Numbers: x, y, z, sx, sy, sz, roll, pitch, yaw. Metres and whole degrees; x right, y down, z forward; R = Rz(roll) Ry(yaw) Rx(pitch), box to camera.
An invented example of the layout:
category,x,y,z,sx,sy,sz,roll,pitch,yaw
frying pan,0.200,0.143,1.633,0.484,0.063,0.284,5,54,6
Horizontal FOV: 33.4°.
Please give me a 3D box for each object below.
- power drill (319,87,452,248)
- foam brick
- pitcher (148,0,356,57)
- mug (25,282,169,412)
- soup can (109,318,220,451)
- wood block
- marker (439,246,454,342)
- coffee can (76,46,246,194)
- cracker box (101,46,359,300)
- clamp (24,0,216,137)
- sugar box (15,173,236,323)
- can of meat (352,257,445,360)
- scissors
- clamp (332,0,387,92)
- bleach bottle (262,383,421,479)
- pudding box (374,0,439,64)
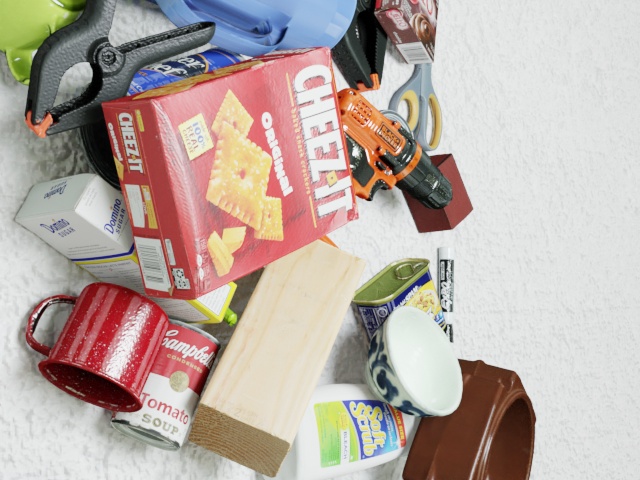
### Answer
category,x,y,z,sx,sy,sz,roll,pitch,yaw
power drill,0.044,-0.039,1.128,0.184,0.057,0.187,39,70,-25
foam brick,0.136,-0.055,1.255,0.051,0.053,0.078,-40,115,-39
pitcher,-0.077,-0.248,1.002,0.242,0.145,0.149,16,95,-46
mug,-0.190,0.084,0.903,0.117,0.093,0.081,21,63,-2
soup can,-0.139,0.129,0.957,0.068,0.069,0.102,38,62,-37
wood block,-0.038,0.103,1.003,0.090,0.091,0.206,24,55,2
marker,0.152,0.068,1.287,0.020,0.020,0.121,6,84,-45
coffee can,-0.132,-0.109,0.955,0.140,0.103,0.103,-26,105,-43
cracker box,-0.066,-0.063,0.899,0.213,0.072,0.164,-26,112,-44
clamp,-0.174,-0.158,0.837,0.171,0.039,0.120,-43,118,-12
sugar box,-0.165,0.011,0.921,0.176,0.094,0.048,45,56,-34
can of meat,0.091,0.079,1.199,0.101,0.058,0.084,-36,114,-40
scissors,0.111,-0.206,1.267,0.096,0.016,0.202,-7,92,-45
clamp,0.041,-0.273,1.186,0.164,0.036,0.210,-31,112,-49
bleach bottle,0.041,0.192,1.139,0.250,0.068,0.102,-2,86,-48
pudding box,0.100,-0.266,1.214,0.113,0.039,0.090,47,46,-57
